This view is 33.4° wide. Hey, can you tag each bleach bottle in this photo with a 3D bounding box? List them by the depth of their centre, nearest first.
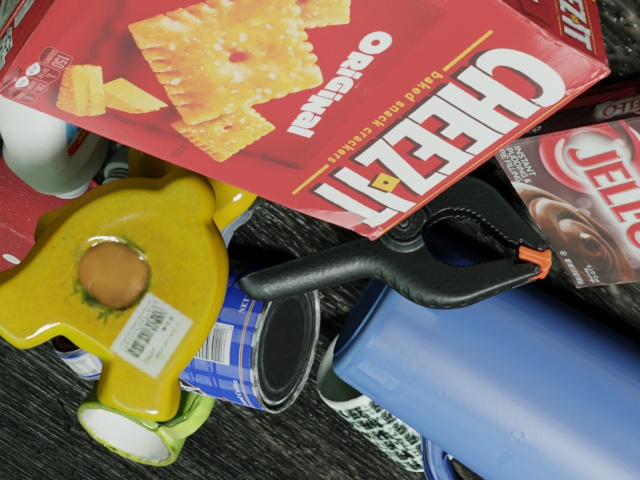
[{"bbox_3d":[-0.145,-0.108,0.594,0.068,0.102,0.251,23,150,4],"label":"bleach bottle"}]

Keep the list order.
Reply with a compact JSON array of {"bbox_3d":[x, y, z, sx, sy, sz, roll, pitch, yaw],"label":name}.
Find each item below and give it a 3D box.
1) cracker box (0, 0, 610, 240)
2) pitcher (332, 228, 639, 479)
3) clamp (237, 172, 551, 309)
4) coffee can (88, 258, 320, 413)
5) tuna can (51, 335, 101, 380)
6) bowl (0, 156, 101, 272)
[{"bbox_3d":[-0.010,-0.090,0.459,0.213,0.072,0.164,21,142,-31],"label":"cracker box"},{"bbox_3d":[0.128,0.105,0.665,0.243,0.149,0.145,32,164,-3],"label":"pitcher"},{"bbox_3d":[0.044,-0.018,0.596,0.171,0.120,0.039,6,177,6],"label":"clamp"},{"bbox_3d":[-0.085,0.060,0.775,0.140,0.102,0.103,9,143,24],"label":"coffee can"},{"bbox_3d":[-0.176,0.069,0.866,0.086,0.086,0.033,-8,133,41],"label":"tuna can"},{"bbox_3d":[-0.224,-0.006,0.822,0.162,0.055,0.162,19,147,13],"label":"bowl"}]
